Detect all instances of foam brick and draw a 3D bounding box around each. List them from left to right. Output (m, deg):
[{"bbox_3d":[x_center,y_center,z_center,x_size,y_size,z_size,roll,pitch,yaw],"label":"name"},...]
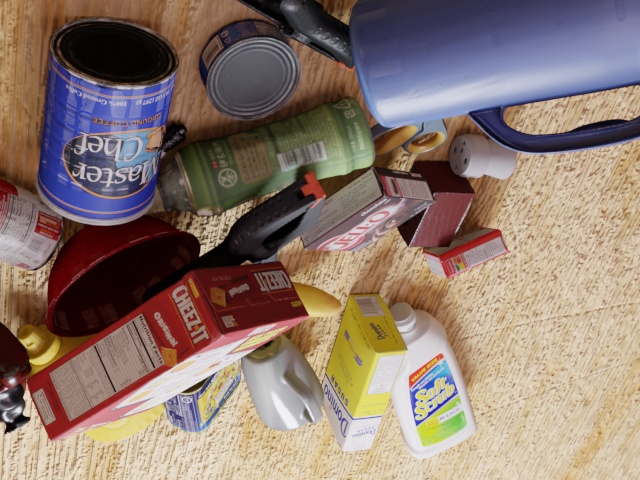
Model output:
[{"bbox_3d":[0.117,-0.037,1.114,0.051,0.053,0.078,1,130,-25],"label":"foam brick"}]

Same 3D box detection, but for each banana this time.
[{"bbox_3d":[-0.078,0.078,1.132,0.197,0.069,0.037,-20,175,-13],"label":"banana"}]

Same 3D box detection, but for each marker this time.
[{"bbox_3d":[-0.170,-0.067,0.980,0.121,0.020,0.020,-37,135,13],"label":"marker"}]

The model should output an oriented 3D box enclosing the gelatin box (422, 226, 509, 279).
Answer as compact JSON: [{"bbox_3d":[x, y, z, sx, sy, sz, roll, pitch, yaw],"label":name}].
[{"bbox_3d":[0.157,0.013,1.160,0.073,0.089,0.030,-23,95,-4],"label":"gelatin box"}]

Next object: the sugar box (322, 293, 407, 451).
[{"bbox_3d":[0.046,0.155,1.238,0.048,0.093,0.176,-1,131,-23],"label":"sugar box"}]

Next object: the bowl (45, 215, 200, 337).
[{"bbox_3d":[-0.196,0.023,1.007,0.162,0.055,0.162,-30,160,-13],"label":"bowl"}]

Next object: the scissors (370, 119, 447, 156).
[{"bbox_3d":[0.122,-0.124,1.007,0.096,0.016,0.202,7,154,-45],"label":"scissors"}]

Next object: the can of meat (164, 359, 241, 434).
[{"bbox_3d":[-0.129,0.147,1.152,0.102,0.057,0.084,-52,154,-35],"label":"can of meat"}]

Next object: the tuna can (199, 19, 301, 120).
[{"bbox_3d":[-0.063,-0.150,0.938,0.086,0.034,0.086,-13,135,-13],"label":"tuna can"}]

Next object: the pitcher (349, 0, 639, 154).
[{"bbox_3d":[0.153,-0.155,0.844,0.243,0.149,0.145,-12,136,15],"label":"pitcher"}]

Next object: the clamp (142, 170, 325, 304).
[{"bbox_3d":[-0.057,0.001,1.022,0.210,0.036,0.164,-39,164,35],"label":"clamp"}]

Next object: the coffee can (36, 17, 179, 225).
[{"bbox_3d":[-0.178,-0.098,0.886,0.102,0.103,0.140,-2,132,-23],"label":"coffee can"}]

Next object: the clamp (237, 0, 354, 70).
[{"bbox_3d":[-0.026,-0.190,0.889,0.039,0.120,0.171,-57,150,3],"label":"clamp"}]

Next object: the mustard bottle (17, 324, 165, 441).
[{"bbox_3d":[-0.250,0.142,1.117,0.096,0.058,0.191,-25,137,12],"label":"mustard bottle"}]

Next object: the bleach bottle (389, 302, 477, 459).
[{"bbox_3d":[0.120,0.166,1.307,0.102,0.068,0.250,-25,135,-1],"label":"bleach bottle"}]

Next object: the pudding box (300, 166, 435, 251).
[{"bbox_3d":[0.044,-0.029,1.064,0.114,0.039,0.089,-36,158,32],"label":"pudding box"}]

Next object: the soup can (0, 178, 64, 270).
[{"bbox_3d":[-0.286,-0.020,0.938,0.102,0.068,0.069,27,117,-40],"label":"soup can"}]

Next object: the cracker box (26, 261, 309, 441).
[{"bbox_3d":[-0.141,0.098,0.992,0.214,0.072,0.164,-33,169,23],"label":"cracker box"}]
